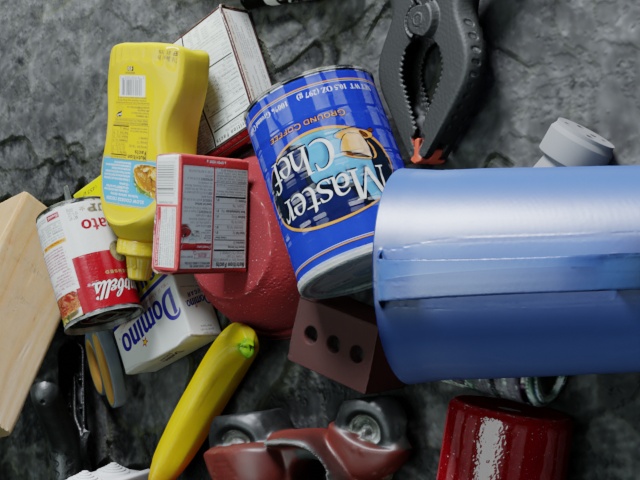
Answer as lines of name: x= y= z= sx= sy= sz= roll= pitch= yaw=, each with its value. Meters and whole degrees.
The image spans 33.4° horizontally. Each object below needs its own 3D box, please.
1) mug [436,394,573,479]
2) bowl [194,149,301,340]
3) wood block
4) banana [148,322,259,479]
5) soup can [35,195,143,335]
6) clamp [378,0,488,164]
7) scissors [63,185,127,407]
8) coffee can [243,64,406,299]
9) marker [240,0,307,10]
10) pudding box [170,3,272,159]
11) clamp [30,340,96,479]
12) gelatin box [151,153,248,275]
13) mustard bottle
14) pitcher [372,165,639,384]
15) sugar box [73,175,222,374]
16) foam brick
mug: x=0.115 y=0.148 z=0.707 sx=0.117 sy=0.093 sz=0.081 roll=-172 pitch=91 yaw=-75
bowl: x=-0.056 y=0.001 z=0.859 sx=0.162 sy=0.055 sz=0.162 roll=-1 pitch=88 yaw=39
wood block: x=-0.297 y=0.071 z=0.964 sx=0.091 sy=0.090 sz=0.206 roll=-20 pitch=41 yaw=38
banana: x=-0.095 y=0.129 z=0.884 sx=0.037 sy=0.069 sz=0.198 roll=33 pitch=124 yaw=3
soup can: x=-0.197 y=0.021 z=0.906 sx=0.069 sy=0.068 sz=0.102 roll=-29 pitch=73 yaw=35
clamp: x=0.075 y=-0.162 z=0.769 sx=0.165 sy=0.036 sz=0.210 roll=16 pitch=103 yaw=48
scissors: x=-0.213 y=0.058 z=0.980 sx=0.096 sy=0.016 sz=0.202 roll=-44 pitch=62 yaw=62
coffee can: x=0.013 y=-0.041 z=0.774 sx=0.103 sy=0.102 sz=0.140 roll=-30 pitch=71 yaw=34
marker: x=-0.018 y=-0.200 z=0.855 sx=0.121 sy=0.020 sz=0.020 roll=2 pitch=90 yaw=39
pudding box: x=-0.086 y=-0.127 z=0.897 sx=0.090 sy=0.039 sz=0.113 roll=-28 pitch=74 yaw=35
clamp: x=-0.229 y=0.184 z=0.965 sx=0.039 sy=0.120 sz=0.171 roll=-7 pitch=94 yaw=7
gelatin box: x=-0.090 y=-0.019 z=0.803 sx=0.030 sy=0.073 sz=0.089 roll=3 pitch=92 yaw=40
mustard bottle: x=-0.140 y=-0.063 z=0.875 sx=0.096 sy=0.058 sz=0.191 roll=9 pitch=95 yaw=40
pitcher: x=0.155 y=0.017 z=0.607 sx=0.243 sy=0.145 sz=0.149 roll=-3 pitch=42 yaw=23
sugar box: x=-0.155 y=0.020 z=0.945 sx=0.093 sy=0.048 sz=0.176 roll=-31 pitch=69 yaw=34
foam brick: x=0.024 y=0.076 z=0.795 sx=0.078 sy=0.051 sz=0.053 roll=18 pitch=101 yaw=37
